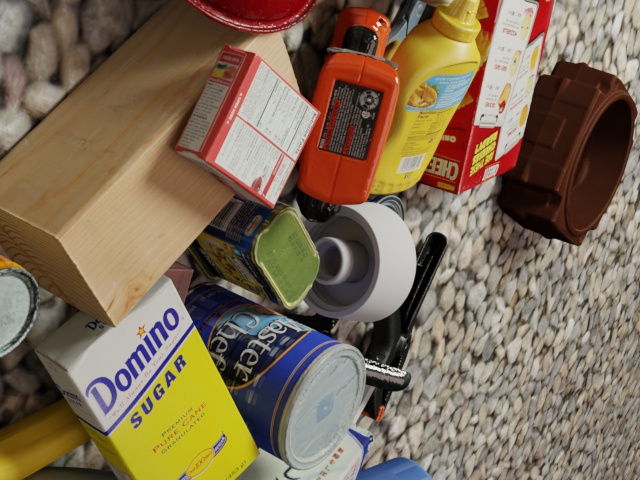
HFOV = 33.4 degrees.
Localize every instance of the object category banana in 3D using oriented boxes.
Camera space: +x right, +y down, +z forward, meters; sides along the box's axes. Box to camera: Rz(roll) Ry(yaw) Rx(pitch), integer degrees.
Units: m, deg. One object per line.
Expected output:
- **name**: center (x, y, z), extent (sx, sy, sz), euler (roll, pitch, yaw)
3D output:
- **banana**: center (-0.184, 0.133, 0.735), extent (0.197, 0.070, 0.037), euler (-26, 91, -53)

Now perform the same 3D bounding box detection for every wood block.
- **wood block**: center (-0.112, -0.059, 0.694), extent (0.205, 0.090, 0.091), euler (-51, 145, -25)

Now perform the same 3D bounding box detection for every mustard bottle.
- **mustard bottle**: center (0.088, -0.130, 0.928), extent (0.096, 0.058, 0.192), euler (-13, 141, -43)

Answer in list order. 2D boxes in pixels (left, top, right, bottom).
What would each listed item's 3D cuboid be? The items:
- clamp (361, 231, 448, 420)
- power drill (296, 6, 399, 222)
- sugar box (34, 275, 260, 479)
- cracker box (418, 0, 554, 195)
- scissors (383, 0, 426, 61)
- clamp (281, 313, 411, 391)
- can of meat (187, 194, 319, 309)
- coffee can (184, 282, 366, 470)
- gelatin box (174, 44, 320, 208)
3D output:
- **clamp**: center (0.080, 0.095, 1.133), extent (0.164, 0.036, 0.210), euler (-39, 146, -52)
- **power drill**: center (0.015, -0.085, 0.825), extent (0.187, 0.057, 0.184), euler (-93, -165, -74)
- **sugar box**: center (-0.112, 0.112, 0.729), extent (0.093, 0.048, 0.176), euler (-43, 132, -26)
- **cracker box**: center (0.158, -0.168, 1.047), extent (0.163, 0.072, 0.214), euler (-24, 129, -57)
- **scissors**: center (0.088, -0.197, 0.984), extent (0.201, 0.016, 0.096), euler (-58, 149, -15)
- **clamp**: center (0.006, 0.106, 0.971), extent (0.171, 0.120, 0.039), euler (-24, 160, -39)
- **can of meat**: center (-0.055, 0.001, 0.824), extent (0.057, 0.084, 0.102), euler (-55, 147, -19)
- **coffee can**: center (-0.050, 0.105, 0.844), extent (0.102, 0.140, 0.103), euler (-35, 136, -42)
- **gelatin box**: center (-0.045, -0.070, 0.672), extent (0.089, 0.030, 0.073), euler (35, 78, -58)
